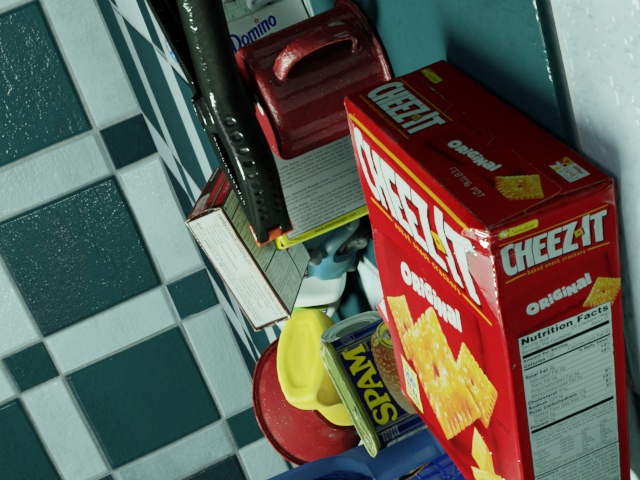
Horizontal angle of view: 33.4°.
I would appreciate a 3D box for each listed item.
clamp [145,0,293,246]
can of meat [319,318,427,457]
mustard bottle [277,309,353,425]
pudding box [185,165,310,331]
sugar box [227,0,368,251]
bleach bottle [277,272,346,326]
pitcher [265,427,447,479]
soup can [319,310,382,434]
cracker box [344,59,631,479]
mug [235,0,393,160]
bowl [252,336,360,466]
[{"bbox_3d":[-0.069,-0.097,0.713,0.165,0.036,0.210,47,159,61],"label":"clamp"},{"bbox_3d":[0.059,0.116,0.891,0.102,0.084,0.057,63,170,17],"label":"can of meat"},{"bbox_3d":[0.021,0.143,1.120,0.191,0.058,0.096,39,-134,-58],"label":"mustard bottle"},{"bbox_3d":[-0.056,0.001,0.853,0.113,0.039,0.090,58,-154,-22],"label":"pudding box"},{"bbox_3d":[-0.026,-0.089,0.826,0.176,0.093,0.048,66,168,-1],"label":"sugar box"},{"bbox_3d":[-0.017,0.058,1.166,0.251,0.102,0.068,72,-162,-75],"label":"bleach bottle"},{"bbox_3d":[0.013,0.265,1.017,0.145,0.242,0.149,66,170,1],"label":"pitcher"},{"bbox_3d":[0.048,0.126,1.017,0.068,0.068,0.102,-159,46,-76],"label":"soup can"},{"bbox_3d":[0.087,0.035,0.568,0.164,0.072,0.213,-129,21,-54],"label":"cracker box"},{"bbox_3d":[-0.004,-0.108,0.702,0.093,0.081,0.117,64,170,10],"label":"mug"},{"bbox_3d":[0.004,0.174,1.205,0.055,0.161,0.162,-28,86,48],"label":"bowl"}]
